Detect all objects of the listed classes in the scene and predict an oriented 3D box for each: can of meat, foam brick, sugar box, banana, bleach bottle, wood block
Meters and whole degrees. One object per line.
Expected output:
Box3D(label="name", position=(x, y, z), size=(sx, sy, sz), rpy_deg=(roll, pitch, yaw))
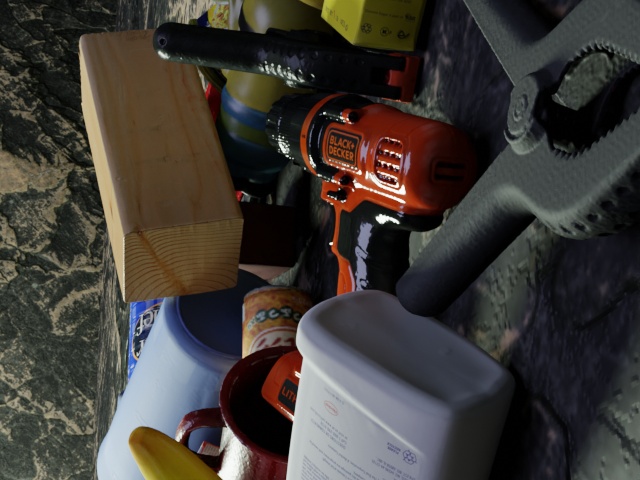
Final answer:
Box3D(label="can of meat", position=(-0.060, -0.176, 0.903), size=(0.084, 0.057, 0.102), rpy_deg=(-36, 36, 15))
Box3D(label="foam brick", position=(-0.056, 0.001, 0.908), size=(0.078, 0.051, 0.053), rpy_deg=(150, 125, -71))
Box3D(label="sugar box", position=(0.045, -0.207, 0.628), size=(0.093, 0.048, 0.176), rpy_deg=(-121, 38, -65))
Box3D(label="banana", position=(-0.039, 0.184, 0.641), size=(0.037, 0.198, 0.070), rpy_deg=(-46, -9, -27))
Box3D(label="bleach bottle", position=(0.018, 0.156, 0.533), size=(0.103, 0.067, 0.251), rpy_deg=(31, 123, 34))
Box3D(label="wood block", position=(-0.130, -0.064, 0.844), size=(0.091, 0.090, 0.206), rpy_deg=(103, 154, -52))

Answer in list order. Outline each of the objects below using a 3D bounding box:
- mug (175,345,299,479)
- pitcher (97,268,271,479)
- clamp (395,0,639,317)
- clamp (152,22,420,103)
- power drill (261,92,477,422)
Box3D(label="mug", position=(-0.034, 0.128, 0.679), size=(0.093, 0.117, 0.082), rpy_deg=(-104, 19, -46))
Box3D(label="pitcher", position=(-0.099, 0.143, 0.909), size=(0.145, 0.149, 0.243), rpy_deg=(-79, 10, -46))
Box3D(label="clamp", position=(0.089, -0.037, 0.420), size=(0.210, 0.036, 0.164), rpy_deg=(-161, 85, -71))
Box3D(label="clamp", position=(-0.020, -0.114, 0.668), size=(0.172, 0.120, 0.039), rpy_deg=(18, 113, 45))
Box3D(label="power drill", position=(0.011, 0.011, 0.607), size=(0.185, 0.057, 0.188), rpy_deg=(26, 113, 60))
